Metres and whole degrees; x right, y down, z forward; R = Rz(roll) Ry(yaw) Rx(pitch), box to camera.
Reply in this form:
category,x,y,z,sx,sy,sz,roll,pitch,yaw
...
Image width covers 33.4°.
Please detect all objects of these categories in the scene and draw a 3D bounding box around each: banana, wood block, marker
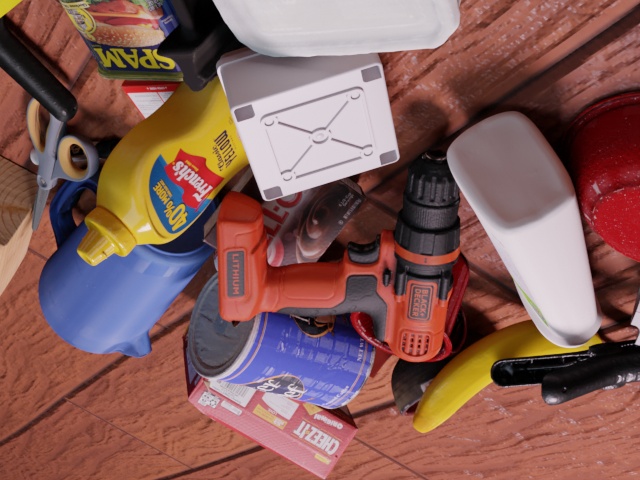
category,x,y,z,sx,sy,sz,roll,pitch,yaw
banana,0.169,0.112,0.958,0.198,0.069,0.037,-19,-176,1
wood block,-0.375,-0.010,1.183,0.090,0.090,0.206,30,151,-8
marker,-0.234,-0.085,1.026,0.121,0.020,0.020,0,143,37

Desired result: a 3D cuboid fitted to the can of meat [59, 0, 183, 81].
category,x,y,z,sx,sy,sz,roll,pitch,yaw
can of meat,-0.134,-0.167,0.780,0.102,0.057,0.084,6,144,28

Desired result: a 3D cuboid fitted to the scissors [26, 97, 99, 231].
category,x,y,z,sx,sy,sz,roll,pitch,yaw
scissors,-0.251,-0.055,1.031,0.096,0.016,0.202,35,140,20

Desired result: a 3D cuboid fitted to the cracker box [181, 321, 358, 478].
category,x,y,z,sx,sy,sz,roll,pitch,yaw
cracker box,-0.061,0.148,1.125,0.164,0.072,0.214,32,-175,-14

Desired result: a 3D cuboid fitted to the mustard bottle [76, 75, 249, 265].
category,x,y,z,sx,sy,sz,roll,pitch,yaw
mustard bottle,-0.111,-0.055,0.802,0.058,0.191,0.096,30,157,29

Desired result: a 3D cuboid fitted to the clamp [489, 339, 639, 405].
category,x,y,z,sx,sy,sz,roll,pitch,yaw
clamp,0.231,0.106,0.902,0.171,0.039,0.120,-7,-173,-21

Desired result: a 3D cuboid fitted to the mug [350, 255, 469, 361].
category,x,y,z,sx,sy,sz,roll,pitch,yaw
mug,0.092,0.056,0.955,0.117,0.081,0.093,40,148,-26

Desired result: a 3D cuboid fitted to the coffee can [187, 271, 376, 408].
category,x,y,z,sx,sy,sz,roll,pitch,yaw
coffee can,-0.035,0.090,0.972,0.140,0.103,0.103,20,158,-36

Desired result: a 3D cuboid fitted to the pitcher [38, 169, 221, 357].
category,x,y,z,sx,sy,sz,roll,pitch,yaw
pitcher,-0.193,0.007,1.055,0.149,0.145,0.243,20,150,-19

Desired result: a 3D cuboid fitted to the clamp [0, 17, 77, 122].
category,x,y,z,sx,sy,sz,roll,pitch,yaw
clamp,-0.306,-0.187,0.891,0.165,0.036,0.210,12,147,21

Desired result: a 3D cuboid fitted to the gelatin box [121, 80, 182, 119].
category,x,y,z,sx,sy,sz,roll,pitch,yaw
gelatin box,-0.110,-0.109,0.885,0.073,0.030,0.089,3,145,31

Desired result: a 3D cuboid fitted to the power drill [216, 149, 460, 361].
category,x,y,z,sx,sy,sz,roll,pitch,yaw
power drill,0.014,0.008,0.836,0.187,0.057,0.184,6,120,6

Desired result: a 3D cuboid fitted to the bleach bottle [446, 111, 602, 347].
category,x,y,z,sx,sy,sz,roll,pitch,yaw
bleach bottle,0.171,0.012,0.829,0.068,0.103,0.250,-29,145,4

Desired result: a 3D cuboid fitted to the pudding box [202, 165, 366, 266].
category,x,y,z,sx,sy,sz,roll,pitch,yaw
pudding box,-0.031,-0.023,0.895,0.090,0.113,0.039,34,-167,-19
